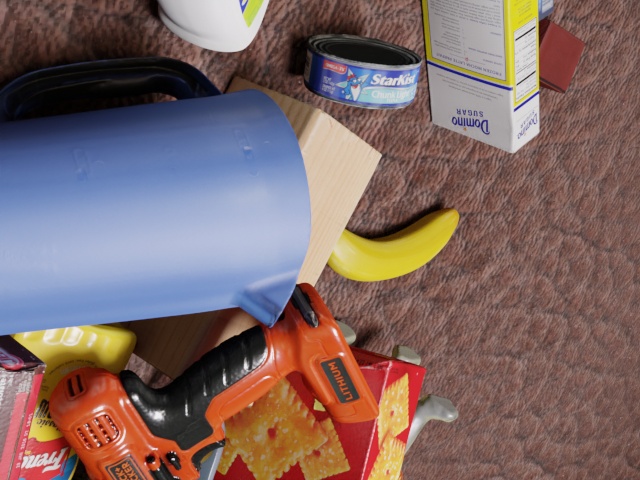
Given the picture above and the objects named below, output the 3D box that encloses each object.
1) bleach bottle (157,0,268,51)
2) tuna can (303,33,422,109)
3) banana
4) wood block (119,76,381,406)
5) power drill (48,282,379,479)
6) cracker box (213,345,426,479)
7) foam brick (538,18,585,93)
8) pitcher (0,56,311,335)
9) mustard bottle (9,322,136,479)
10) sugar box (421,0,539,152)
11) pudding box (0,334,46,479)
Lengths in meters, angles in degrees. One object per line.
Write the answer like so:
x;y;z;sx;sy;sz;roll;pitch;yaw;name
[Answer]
-0.061;-0.163;0.565;0.251;0.068;0.102;-92;-158;-85;bleach bottle
0.031;-0.126;0.792;0.085;0.086;0.034;-15;123;-44;tuna can
0.059;0.002;0.938;0.197;0.037;0.070;1;112;-49;banana
-0.055;0.001;0.765;0.090;0.090;0.206;29;88;-53;wood block
-0.059;0.124;0.700;0.187;0.057;0.184;-28;127;-6;power drill
-0.029;0.176;0.799;0.072;0.164;0.213;22;82;-57;cracker box
0.198;-0.174;0.984;0.078;0.053;0.051;11;102;-52;foam brick
-0.140;-0.021;0.604;0.242;0.149;0.145;-8;110;-28;pitcher
-0.199;0.132;0.699;0.096;0.058;0.191;23;93;-51;mustard bottle
0.132;-0.166;0.881;0.048;0.093;0.176;-38;137;-28;sugar box
-0.211;0.090;0.616;0.039;0.114;0.090;4;107;-48;pudding box
